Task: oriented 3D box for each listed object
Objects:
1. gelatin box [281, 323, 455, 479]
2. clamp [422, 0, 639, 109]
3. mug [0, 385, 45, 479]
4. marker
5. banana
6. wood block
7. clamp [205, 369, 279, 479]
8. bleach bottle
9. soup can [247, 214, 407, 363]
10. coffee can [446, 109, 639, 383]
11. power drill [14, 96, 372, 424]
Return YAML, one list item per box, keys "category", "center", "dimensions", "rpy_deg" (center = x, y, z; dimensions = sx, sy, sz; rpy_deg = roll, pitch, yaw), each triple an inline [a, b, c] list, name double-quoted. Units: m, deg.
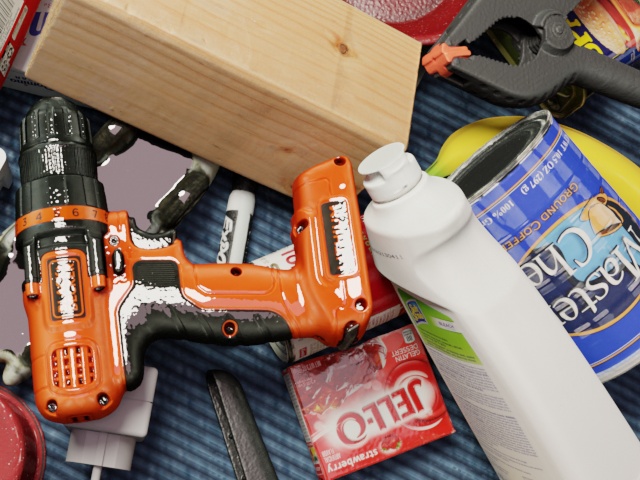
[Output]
- category: "gelatin box"
  center: [0.030, 0.100, 0.664]
  dimensions: [0.089, 0.030, 0.073]
  rpy_deg: [-17, 81, -14]
- category: "clamp"
  center: [0.148, -0.118, 0.669]
  dimensions: [0.171, 0.039, 0.120]
  rpy_deg: [-24, 83, -20]
- category: "mug"
  center: [-0.205, 0.130, 0.586]
  dimensions: [0.093, 0.081, 0.117]
  rpy_deg: [21, 74, -5]
- category: "marker"
  center: [-0.054, 0.001, 0.676]
  dimensions: [0.020, 0.020, 0.121]
  rpy_deg: [12, 75, -8]
- category: "banana"
  center: [0.164, -0.041, 0.721]
  dimensions: [0.197, 0.037, 0.070]
  rpy_deg: [16, 102, -4]
- category: "wood block"
  center: [-0.053, -0.108, 0.629]
  dimensions: [0.205, 0.090, 0.090]
  rpy_deg: [24, 55, -20]
- category: "clamp"
  center: [-0.027, 0.186, 0.630]
  dimensions: [0.210, 0.036, 0.164]
  rpy_deg: [30, 70, -6]
- category: "bleach bottle"
  center: [0.099, 0.055, 0.603]
  dimensions: [0.068, 0.103, 0.250]
  rpy_deg: [-41, 114, -21]
- category: "soup can"
  center: [0.012, 0.026, 0.658]
  dimensions: [0.102, 0.068, 0.068]
  rpy_deg: [-23, 82, -14]
- category: "coffee can"
  center: [0.145, 0.006, 0.657]
  dimensions: [0.102, 0.103, 0.140]
  rpy_deg: [-45, 99, -17]
- category: "power drill"
  center: [-0.072, 0.000, 0.591]
  dimensions: [0.187, 0.057, 0.184]
  rpy_deg: [-7, 74, -7]
